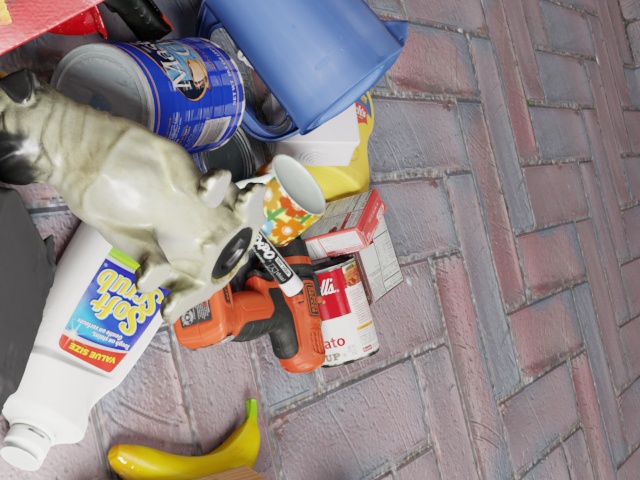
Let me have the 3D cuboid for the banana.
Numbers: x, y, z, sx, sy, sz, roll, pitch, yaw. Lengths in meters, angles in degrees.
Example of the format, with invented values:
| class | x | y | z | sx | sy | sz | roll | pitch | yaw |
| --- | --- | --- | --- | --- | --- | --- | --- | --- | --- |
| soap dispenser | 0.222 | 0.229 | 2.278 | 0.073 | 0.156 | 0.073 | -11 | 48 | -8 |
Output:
| class | x | y | z | sx | sy | sz | roll | pitch | yaw |
| --- | --- | --- | --- | --- | --- | --- | --- | --- | --- |
| banana | -0.104 | 0.187 | 0.901 | 0.197 | 0.037 | 0.069 | -7 | 66 | -61 |

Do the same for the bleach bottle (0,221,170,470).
| class | x | y | z | sx | sy | sz | roll | pitch | yaw |
| --- | --- | --- | --- | --- | --- | --- | --- | --- | --- |
| bleach bottle | -0.169 | 0.065 | 0.813 | 0.102 | 0.068 | 0.250 | 49 | 41 | -30 |

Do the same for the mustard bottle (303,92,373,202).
| class | x | y | z | sx | sy | sz | roll | pitch | yaw |
| --- | --- | --- | --- | --- | --- | --- | --- | --- | --- |
| mustard bottle | 0.017 | -0.138 | 1.207 | 0.096 | 0.058 | 0.191 | 27 | 52 | -28 |

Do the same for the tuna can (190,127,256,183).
| class | x | y | z | sx | sy | sz | roll | pitch | yaw |
| --- | --- | --- | --- | --- | --- | --- | --- | --- | --- |
| tuna can | -0.099 | -0.074 | 1.014 | 0.086 | 0.034 | 0.086 | 30 | 53 | -51 |

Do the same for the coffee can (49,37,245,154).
| class | x | y | z | sx | sy | sz | roll | pitch | yaw |
| --- | --- | --- | --- | --- | --- | --- | --- | --- | --- |
| coffee can | -0.142 | -0.116 | 0.892 | 0.140 | 0.103 | 0.103 | -23 | 98 | -60 |

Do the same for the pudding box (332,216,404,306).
| class | x | y | z | sx | sy | sz | roll | pitch | yaw |
| --- | --- | --- | --- | --- | --- | --- | --- | --- | --- |
| pudding box | 0.049 | 0.012 | 1.223 | 0.089 | 0.039 | 0.113 | -30 | 106 | -59 |

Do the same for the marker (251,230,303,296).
| class | x | y | z | sx | sy | sz | roll | pitch | yaw |
| --- | --- | --- | --- | --- | --- | --- | --- | --- | --- |
| marker | -0.056 | 0.001 | 0.962 | 0.121 | 0.020 | 0.020 | 53 | 37 | -23 |

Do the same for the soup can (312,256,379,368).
| class | x | y | z | sx | sy | sz | roll | pitch | yaw |
| --- | --- | --- | --- | --- | --- | --- | --- | --- | --- |
| soup can | 0.017 | 0.074 | 1.113 | 0.068 | 0.069 | 0.102 | -24 | 100 | -59 |

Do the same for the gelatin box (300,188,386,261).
| class | x | y | z | sx | sy | sz | roll | pitch | yaw |
| --- | --- | --- | --- | --- | --- | --- | --- | --- | --- |
| gelatin box | 0.019 | -0.014 | 1.131 | 0.030 | 0.089 | 0.073 | 60 | 34 | -25 |

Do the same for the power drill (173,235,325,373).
| class | x | y | z | sx | sy | sz | roll | pitch | yaw |
| --- | --- | --- | --- | --- | --- | --- | --- | --- | --- |
| power drill | -0.066 | 0.034 | 1.001 | 0.187 | 0.057 | 0.184 | 9 | 64 | -56 |

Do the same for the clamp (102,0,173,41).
| class | x | y | z | sx | sy | sz | roll | pitch | yaw |
| --- | --- | --- | --- | --- | --- | --- | --- | --- | --- |
| clamp | -0.177 | -0.226 | 0.915 | 0.171 | 0.039 | 0.120 | 51 | 15 | -74 |

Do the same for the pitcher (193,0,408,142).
| class | x | y | z | sx | sy | sz | roll | pitch | yaw |
| --- | --- | --- | --- | --- | --- | --- | --- | --- | --- |
| pitcher | -0.048 | -0.224 | 1.031 | 0.243 | 0.145 | 0.149 | 50 | 46 | 0 |
